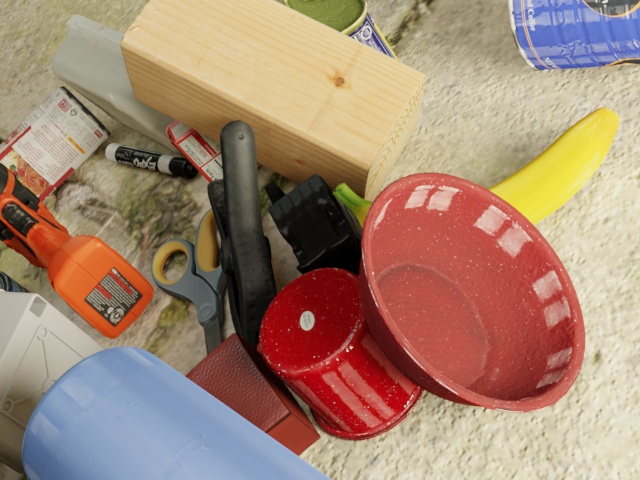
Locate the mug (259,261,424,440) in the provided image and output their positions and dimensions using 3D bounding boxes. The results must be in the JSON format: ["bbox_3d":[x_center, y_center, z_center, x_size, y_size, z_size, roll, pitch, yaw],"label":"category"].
[{"bbox_3d":[0.021,0.062,0.697,0.117,0.081,0.093,-47,43,-6],"label":"mug"}]

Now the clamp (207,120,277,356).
[{"bbox_3d":[-0.055,0.001,0.780,0.039,0.120,0.171,-11,64,-10],"label":"clamp"}]

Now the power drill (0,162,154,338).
[{"bbox_3d":[-0.232,-0.008,0.875,0.188,0.184,0.057,34,79,37],"label":"power drill"}]

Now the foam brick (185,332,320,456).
[{"bbox_3d":[-0.048,0.113,0.719,0.053,0.051,0.078,-40,53,2],"label":"foam brick"}]

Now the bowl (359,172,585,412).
[{"bbox_3d":[0.081,0.039,0.649,0.055,0.162,0.162,-46,31,45],"label":"bowl"}]

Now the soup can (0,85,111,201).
[{"bbox_3d":[-0.263,-0.092,1.035,0.102,0.068,0.069,-46,43,-5],"label":"soup can"}]

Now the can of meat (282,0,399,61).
[{"bbox_3d":[0.021,-0.169,0.883,0.057,0.083,0.102,-33,43,9],"label":"can of meat"}]

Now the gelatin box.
[{"bbox_3d":[-0.073,-0.091,0.896,0.089,0.073,0.030,-37,42,6],"label":"gelatin box"}]

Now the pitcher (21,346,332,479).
[{"bbox_3d":[-0.067,0.167,0.596,0.243,0.149,0.145,32,98,33],"label":"pitcher"}]

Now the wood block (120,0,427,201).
[{"bbox_3d":[-0.035,-0.115,0.804,0.206,0.090,0.090,28,71,10],"label":"wood block"}]

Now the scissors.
[{"bbox_3d":[-0.102,0.057,0.838,0.096,0.016,0.201,-16,48,27],"label":"scissors"}]

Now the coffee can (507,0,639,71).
[{"bbox_3d":[0.215,-0.172,0.734,0.141,0.102,0.102,3,58,37],"label":"coffee can"}]

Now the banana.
[{"bbox_3d":[0.111,-0.030,0.722,0.198,0.069,0.037,-16,18,9],"label":"banana"}]

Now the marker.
[{"bbox_3d":[-0.154,-0.073,0.978,0.121,0.020,0.020,14,65,41],"label":"marker"}]
